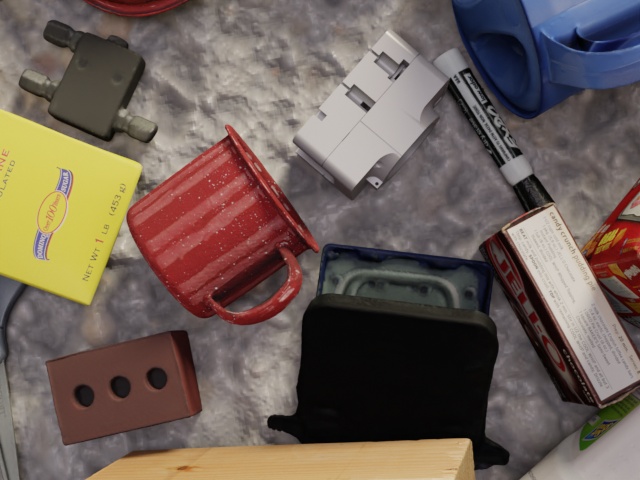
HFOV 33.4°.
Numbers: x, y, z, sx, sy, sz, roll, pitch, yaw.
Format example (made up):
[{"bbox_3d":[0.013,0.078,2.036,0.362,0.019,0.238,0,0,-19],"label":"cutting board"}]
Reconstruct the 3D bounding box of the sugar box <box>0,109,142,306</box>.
[{"bbox_3d":[-0.204,-0.034,0.628,0.176,0.048,0.093,21,86,-17],"label":"sugar box"}]

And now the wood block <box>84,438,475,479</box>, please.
[{"bbox_3d":[-0.020,0.164,0.583,0.206,0.090,0.090,-5,92,15],"label":"wood block"}]

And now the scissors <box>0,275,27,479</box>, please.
[{"bbox_3d":[-0.190,0.053,0.665,0.096,0.016,0.202,-26,84,-1],"label":"scissors"}]

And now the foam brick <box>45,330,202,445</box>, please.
[{"bbox_3d":[-0.116,0.088,0.640,0.078,0.051,0.053,-14,84,0],"label":"foam brick"}]

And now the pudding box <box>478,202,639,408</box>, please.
[{"bbox_3d":[0.137,0.038,0.616,0.039,0.090,0.113,-30,84,-2],"label":"pudding box"}]

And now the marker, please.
[{"bbox_3d":[0.109,-0.065,0.664,0.020,0.020,0.121,-31,84,-1],"label":"marker"}]

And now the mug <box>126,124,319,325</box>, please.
[{"bbox_3d":[-0.054,0.001,0.624,0.081,0.093,0.117,-36,59,3],"label":"mug"}]
